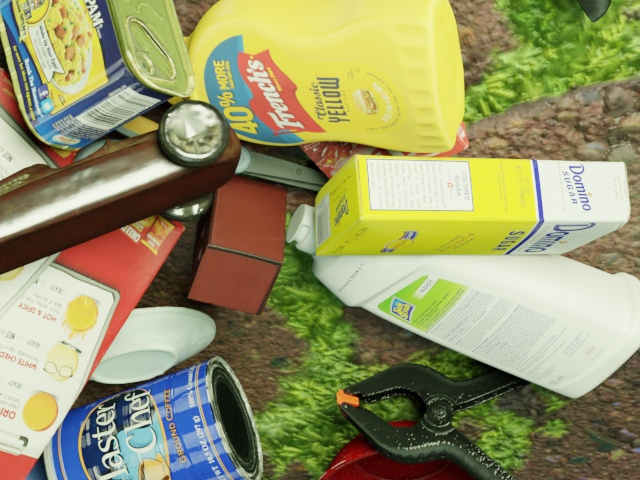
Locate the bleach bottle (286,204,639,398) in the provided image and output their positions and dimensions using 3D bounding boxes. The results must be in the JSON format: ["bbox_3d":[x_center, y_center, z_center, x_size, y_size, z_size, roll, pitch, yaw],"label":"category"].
[{"bbox_3d":[0.098,0.029,0.746,0.250,0.068,0.103,22,130,-16],"label":"bleach bottle"}]

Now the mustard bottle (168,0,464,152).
[{"bbox_3d":[-0.018,-0.097,0.613,0.192,0.058,0.096,4,140,21],"label":"mustard bottle"}]

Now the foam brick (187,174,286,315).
[{"bbox_3d":[-0.055,0.001,0.712,0.051,0.078,0.053,14,130,-12],"label":"foam brick"}]

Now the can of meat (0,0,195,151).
[{"bbox_3d":[-0.127,-0.110,0.594,0.084,0.102,0.057,-24,164,25],"label":"can of meat"}]

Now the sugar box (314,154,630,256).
[{"bbox_3d":[0.092,-0.019,0.663,0.176,0.048,0.093,2,166,-16],"label":"sugar box"}]

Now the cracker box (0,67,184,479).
[{"bbox_3d":[-0.208,0.028,0.655,0.072,0.213,0.164,6,150,51],"label":"cracker box"}]

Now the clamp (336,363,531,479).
[{"bbox_3d":[0.097,0.147,0.826,0.171,0.120,0.039,-1,149,8],"label":"clamp"}]

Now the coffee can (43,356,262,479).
[{"bbox_3d":[-0.129,0.162,0.834,0.140,0.103,0.102,-21,130,8],"label":"coffee can"}]

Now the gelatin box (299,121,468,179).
[{"bbox_3d":[0.038,-0.069,0.675,0.089,0.030,0.073,-27,127,24],"label":"gelatin box"}]

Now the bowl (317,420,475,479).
[{"bbox_3d":[0.072,0.203,0.914,0.162,0.055,0.162,1,133,1],"label":"bowl"}]

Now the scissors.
[{"bbox_3d":[-0.070,-0.039,0.681,0.201,0.096,0.016,31,168,-23],"label":"scissors"}]
